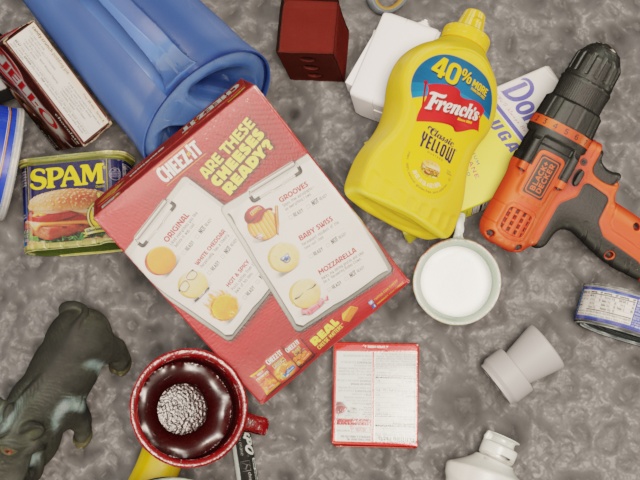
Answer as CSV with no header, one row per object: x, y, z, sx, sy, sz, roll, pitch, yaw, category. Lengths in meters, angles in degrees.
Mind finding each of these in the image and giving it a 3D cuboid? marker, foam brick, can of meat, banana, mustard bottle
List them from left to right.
-0.217,-0.031,0.959,0.102,0.057,0.084,-5,82,6,can of meat
-0.157,0.200,0.919,0.070,0.037,0.198,33,85,9,banana
-0.069,0.169,0.923,0.020,0.020,0.121,-11,79,5,marker
-0.006,-0.177,0.947,0.053,0.078,0.051,3,81,10,foam brick
0.095,-0.104,0.874,0.096,0.058,0.191,27,77,-21,mustard bottle

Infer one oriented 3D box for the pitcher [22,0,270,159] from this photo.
-0.168,-0.188,0.927,0.243,0.144,0.149,47,133,20,pitcher

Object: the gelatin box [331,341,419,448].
0.047,0.132,0.909,0.073,0.030,0.089,0,80,6,gelatin box

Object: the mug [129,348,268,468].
-0.100,0.140,0.873,0.117,0.082,0.093,12,76,-11,mug

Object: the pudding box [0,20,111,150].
-0.243,-0.134,0.941,0.039,0.090,0.113,-45,111,-19,pudding box

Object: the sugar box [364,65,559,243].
0.136,-0.075,0.927,0.176,0.048,0.093,-24,78,4,sugar box

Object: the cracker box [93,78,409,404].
-0.056,0.001,0.879,0.164,0.072,0.213,-40,109,-1,cracker box

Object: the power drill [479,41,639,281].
0.247,-0.045,0.872,0.187,0.057,0.184,28,99,-1,power drill
